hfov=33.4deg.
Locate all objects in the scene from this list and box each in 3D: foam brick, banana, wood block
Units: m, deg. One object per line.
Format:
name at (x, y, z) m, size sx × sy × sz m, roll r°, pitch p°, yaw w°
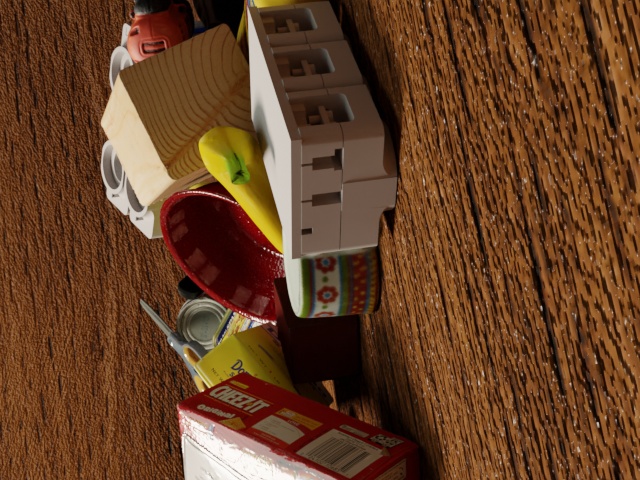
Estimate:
foam brick at (-0.004, 0.065, 0.817) m, size 0.078 × 0.053 × 0.051 m, roll -115°, pitch 20°, yaw -60°
banana at (-0.047, -0.035, 0.754) m, size 0.197 × 0.037 × 0.069 m, roll 49°, pitch -159°, yaw -68°
wood block at (-0.113, -0.093, 0.863) m, size 0.090 × 0.090 × 0.206 m, roll 64°, pitch 165°, yaw -4°

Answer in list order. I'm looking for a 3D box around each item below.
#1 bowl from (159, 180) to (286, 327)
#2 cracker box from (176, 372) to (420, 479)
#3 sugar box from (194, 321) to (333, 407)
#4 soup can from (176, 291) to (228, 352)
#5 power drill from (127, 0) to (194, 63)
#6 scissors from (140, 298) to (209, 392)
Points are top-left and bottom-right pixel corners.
bowl at (-0.056, 0.001, 0.913) m, size 0.055 × 0.162 × 0.162 m, roll -54°, pitch -18°, yaw -33°
cracker box at (-0.010, 0.213, 0.708) m, size 0.164 × 0.071 × 0.214 m, roll 14°, pitch 117°, yaw 42°
sugar box at (-0.039, 0.114, 0.852) m, size 0.093 × 0.048 × 0.176 m, roll 51°, pitch -174°, yaw 4°
soup can at (-0.129, 0.092, 1.250) m, size 0.102 × 0.068 × 0.068 m, roll -77°, pitch -19°, yaw -85°
power drill at (-0.144, -0.250, 0.909) m, size 0.184 × 0.057 × 0.187 m, roll -102°, pitch 3°, yaw -67°
scissors at (-0.149, 0.130, 1.181) m, size 0.202 × 0.016 × 0.096 m, roll 23°, pitch 136°, yaw 60°
